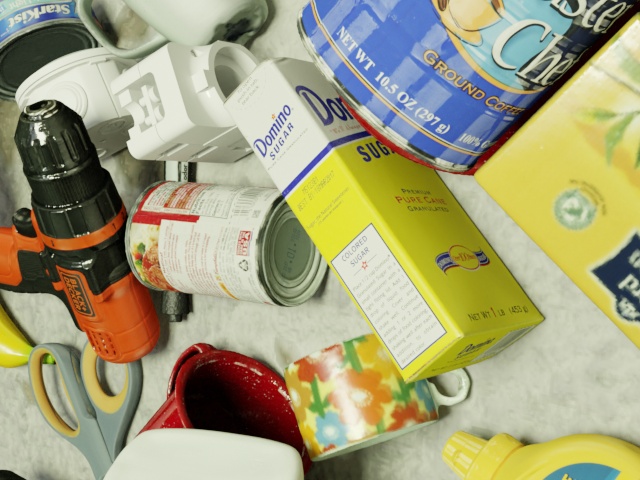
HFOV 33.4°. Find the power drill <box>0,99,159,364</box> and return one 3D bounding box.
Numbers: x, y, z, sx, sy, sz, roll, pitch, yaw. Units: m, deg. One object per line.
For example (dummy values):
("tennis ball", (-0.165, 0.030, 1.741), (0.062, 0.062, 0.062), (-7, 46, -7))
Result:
("power drill", (-0.195, -0.014, 0.675), (0.188, 0.057, 0.184), (14, 131, 32))

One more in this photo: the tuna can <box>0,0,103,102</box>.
("tuna can", (-0.186, -0.129, 0.702), (0.086, 0.085, 0.034), (-37, 70, 30))

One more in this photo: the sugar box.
("sugar box", (0.032, -0.015, 0.547), (0.048, 0.093, 0.176), (-42, 69, 28))

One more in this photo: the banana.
("banana", (-0.256, 0.018, 0.791), (0.069, 0.037, 0.198), (-28, 77, 2))

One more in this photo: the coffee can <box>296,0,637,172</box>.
("coffee can", (0.073, -0.112, 0.432), (0.140, 0.102, 0.103), (-46, 66, 27))

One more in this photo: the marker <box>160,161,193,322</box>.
("marker", (-0.092, -0.008, 0.680), (0.020, 0.020, 0.121), (4, 94, 35))

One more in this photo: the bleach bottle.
("bleach bottle", (-0.045, 0.218, 0.582), (0.103, 0.068, 0.251), (4, 124, 21))

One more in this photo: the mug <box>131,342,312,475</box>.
("mug", (-0.067, 0.116, 0.631), (0.082, 0.093, 0.117), (-49, 47, 31))

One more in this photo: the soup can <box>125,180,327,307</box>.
("soup can", (-0.054, 0.001, 0.624), (0.102, 0.068, 0.068), (5, 95, 35))

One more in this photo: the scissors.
("scissors", (-0.130, 0.147, 0.715), (0.096, 0.016, 0.202), (-39, 77, 22))
